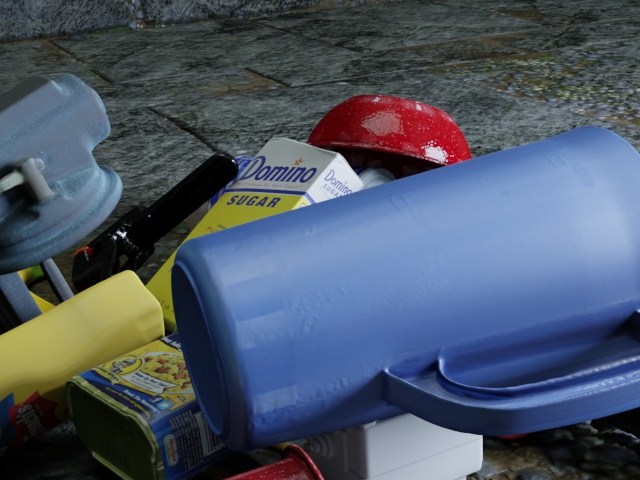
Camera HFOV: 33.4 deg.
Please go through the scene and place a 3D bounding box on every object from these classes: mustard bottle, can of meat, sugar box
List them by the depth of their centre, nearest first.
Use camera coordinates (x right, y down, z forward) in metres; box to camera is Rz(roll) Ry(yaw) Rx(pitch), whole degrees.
[{"bbox_3d":[-0.087,0.097,0.620,0.083,0.057,0.102,-22,26,-36],"label":"can of meat"},{"bbox_3d":[-0.186,0.092,0.643,0.191,0.096,0.058,-29,69,-35],"label":"mustard bottle"},{"bbox_3d":[-0.056,0.001,0.822,0.093,0.048,0.176,20,69,50],"label":"sugar box"}]

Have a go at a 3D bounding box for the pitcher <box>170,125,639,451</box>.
[{"bbox_3d":[0.056,0.032,0.547,0.242,0.145,0.149,-14,-5,-17],"label":"pitcher"}]

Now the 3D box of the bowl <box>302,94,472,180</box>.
[{"bbox_3d":[0.063,-0.086,0.916,0.162,0.055,0.162,12,-5,1],"label":"bowl"}]

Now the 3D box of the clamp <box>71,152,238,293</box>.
[{"bbox_3d":[-0.163,0.012,0.885,0.210,0.036,0.164,-20,30,53],"label":"clamp"}]
